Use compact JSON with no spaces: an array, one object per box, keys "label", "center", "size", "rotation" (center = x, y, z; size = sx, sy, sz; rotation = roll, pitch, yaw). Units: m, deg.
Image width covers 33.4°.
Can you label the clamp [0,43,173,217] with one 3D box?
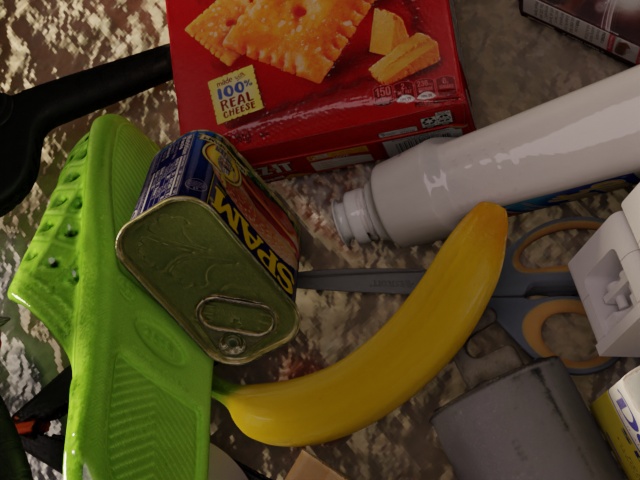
[{"label":"clamp","center":[-0.187,-0.074,0.633],"size":[0.164,0.036,0.210],"rotation":[20,65,0]}]

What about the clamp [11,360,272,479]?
[{"label":"clamp","center":[-0.095,0.091,0.618],"size":[0.171,0.039,0.120],"rotation":[2,72,6]}]

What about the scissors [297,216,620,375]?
[{"label":"scissors","center":[0.081,0.041,0.598],"size":[0.202,0.016,0.096],"rotation":[-14,75,10]}]

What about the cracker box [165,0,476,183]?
[{"label":"cracker box","center":[-0.007,-0.150,0.630],"size":[0.164,0.072,0.214],"rotation":[-10,75,10]}]

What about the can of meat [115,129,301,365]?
[{"label":"can of meat","center":[-0.054,0.001,0.564],"size":[0.057,0.084,0.102],"rotation":[-30,117,20]}]

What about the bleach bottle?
[{"label":"bleach bottle","center":[0.129,-0.047,0.573],"size":[0.251,0.102,0.068],"rotation":[-18,84,16]}]

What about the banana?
[{"label":"banana","center":[0.024,0.057,0.554],"size":[0.198,0.037,0.069],"rotation":[-32,92,17]}]
